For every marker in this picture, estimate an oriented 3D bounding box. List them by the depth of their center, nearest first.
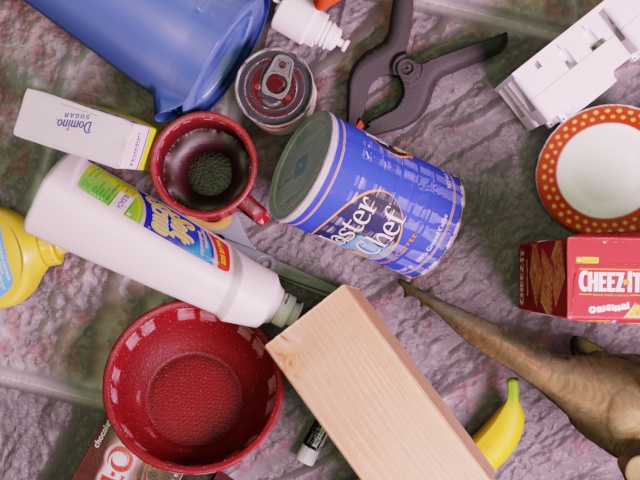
[{"bbox_3d":[0.012,0.155,1.003,0.020,0.020,0.121,28,92,1],"label":"marker"}]

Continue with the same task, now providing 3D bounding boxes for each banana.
[{"bbox_3d":[0.116,0.204,0.992,0.198,0.037,0.069,-35,93,6],"label":"banana"}]

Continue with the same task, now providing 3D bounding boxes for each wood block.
[{"bbox_3d":[0.054,0.149,0.939,0.091,0.090,0.206,-38,79,6],"label":"wood block"}]

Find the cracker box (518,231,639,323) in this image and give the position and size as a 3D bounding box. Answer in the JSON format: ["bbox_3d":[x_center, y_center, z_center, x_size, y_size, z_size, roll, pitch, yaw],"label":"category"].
[{"bbox_3d":[0.265,0.030,0.898,0.164,0.213,0.072,1,89,1],"label":"cracker box"}]

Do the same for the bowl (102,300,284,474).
[{"bbox_3d":[-0.115,0.137,0.972,0.162,0.055,0.162,2,67,-5],"label":"bowl"}]

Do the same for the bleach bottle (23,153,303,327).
[{"bbox_3d":[-0.132,0.010,0.958,0.250,0.102,0.068,26,110,-6],"label":"bleach bottle"}]

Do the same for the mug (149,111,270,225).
[{"bbox_3d":[-0.092,-0.055,0.956,0.117,0.081,0.093,37,85,3],"label":"mug"}]

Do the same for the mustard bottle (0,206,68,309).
[{"bbox_3d":[-0.317,0.019,0.990,0.191,0.058,0.096,-14,88,2],"label":"mustard bottle"}]

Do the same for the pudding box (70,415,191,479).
[{"bbox_3d":[-0.182,0.224,1.000,0.090,0.039,0.113,28,91,1],"label":"pudding box"}]

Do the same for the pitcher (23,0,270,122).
[{"bbox_3d":[-0.170,-0.230,0.954,0.243,0.149,0.145,34,119,4],"label":"pitcher"}]

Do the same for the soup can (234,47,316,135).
[{"bbox_3d":[-0.038,-0.131,0.958,0.068,0.102,0.068,0,91,1],"label":"soup can"}]

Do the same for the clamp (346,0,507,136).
[{"bbox_3d":[0.075,-0.170,0.986,0.171,0.039,0.120,-43,88,2],"label":"clamp"}]

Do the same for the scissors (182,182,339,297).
[{"bbox_3d":[-0.057,0.001,1.004,0.202,0.016,0.096,7,91,1],"label":"scissors"}]

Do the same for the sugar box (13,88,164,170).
[{"bbox_3d":[-0.190,-0.093,0.925,0.093,0.176,0.048,18,91,1],"label":"sugar box"}]

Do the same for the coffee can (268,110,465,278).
[{"bbox_3d":[0.040,-0.039,0.934,0.140,0.103,0.103,24,92,-23],"label":"coffee can"}]
